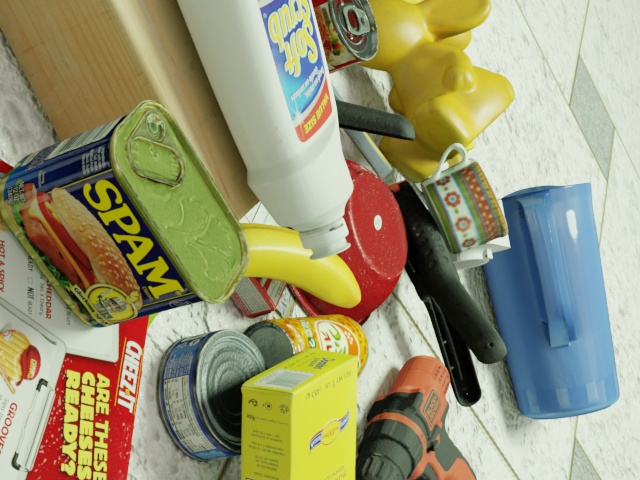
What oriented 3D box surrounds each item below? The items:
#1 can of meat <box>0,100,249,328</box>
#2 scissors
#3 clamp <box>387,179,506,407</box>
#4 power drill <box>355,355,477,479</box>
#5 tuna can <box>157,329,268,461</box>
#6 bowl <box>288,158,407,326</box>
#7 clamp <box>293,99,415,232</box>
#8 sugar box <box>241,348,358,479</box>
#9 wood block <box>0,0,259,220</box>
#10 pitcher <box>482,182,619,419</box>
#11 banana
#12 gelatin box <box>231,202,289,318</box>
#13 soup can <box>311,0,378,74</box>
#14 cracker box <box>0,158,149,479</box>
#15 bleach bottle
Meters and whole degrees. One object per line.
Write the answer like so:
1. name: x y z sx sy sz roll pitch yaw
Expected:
1. can of meat: -0.099 -0.009 0.535 0.102 0.084 0.057 59 33 -24
2. scissors: 0.001 -0.140 0.943 0.202 0.016 0.096 55 6 0
3. clamp: 0.105 0.037 0.933 0.164 0.036 0.210 102 -33 -74
4. power drill: 0.097 0.215 0.903 0.187 0.057 0.184 63 33 -17
5. tuna can: -0.068 0.103 0.716 0.086 0.034 0.086 30 52 -49
6. bowl: 0.027 -0.006 0.895 0.161 0.055 0.162 31 51 -48
7. clamp: -0.014 -0.098 0.813 0.171 0.120 0.039 52 -6 -2
8. sugar box: -0.013 0.170 0.714 0.093 0.048 0.176 -19 110 -58
9. wood block: -0.118 -0.103 0.676 0.206 0.091 0.090 65 32 -15
10. pitcher: 0.242 0.063 1.133 0.148 0.145 0.243 -9 87 -37
11. banana: -0.046 0.021 0.737 0.197 0.037 0.070 -4 115 -38
12. gelatin box: -0.055 0.001 0.788 0.089 0.030 0.073 56 35 -28
13. soup can: -0.014 -0.160 0.854 0.068 0.102 0.068 30 53 -49
14. cracker box: -0.185 0.042 0.527 0.213 0.072 0.164 37 47 -46
15. bleach bottle: -0.031 -0.112 0.672 0.102 0.068 0.251 -35 108 -58
